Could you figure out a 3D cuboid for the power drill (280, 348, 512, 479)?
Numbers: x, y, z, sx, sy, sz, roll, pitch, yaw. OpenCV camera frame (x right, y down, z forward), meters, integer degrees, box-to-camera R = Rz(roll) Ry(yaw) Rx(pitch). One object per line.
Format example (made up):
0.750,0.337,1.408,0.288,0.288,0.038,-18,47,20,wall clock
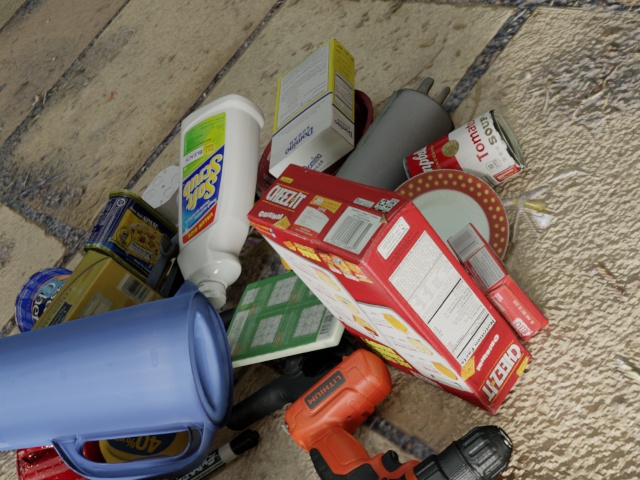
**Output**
0.054,0.175,0.892,0.184,0.057,0.188,-40,35,6,power drill

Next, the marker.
-0.109,0.219,1.044,0.121,0.020,0.020,-34,36,14,marker

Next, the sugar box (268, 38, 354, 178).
-0.007,-0.142,1.188,0.093,0.048,0.176,-34,35,29,sugar box

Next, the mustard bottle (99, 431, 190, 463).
-0.174,0.185,1.095,0.096,0.058,0.191,10,67,18,mustard bottle

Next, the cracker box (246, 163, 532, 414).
0.059,0.038,0.893,0.072,0.213,0.164,-51,36,-14,cracker box

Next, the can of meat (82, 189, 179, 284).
-0.236,0.000,1.328,0.058,0.102,0.084,-4,53,45,can of meat

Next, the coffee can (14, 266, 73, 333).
-0.293,0.092,1.287,0.141,0.102,0.102,11,62,50,coffee can

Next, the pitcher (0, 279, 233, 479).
-0.211,0.141,1.021,0.243,0.145,0.149,-11,21,10,pitcher

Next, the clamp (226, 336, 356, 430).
-0.018,0.120,1.040,0.172,0.039,0.120,-17,47,36,clamp

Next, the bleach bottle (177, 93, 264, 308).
-0.114,-0.041,1.208,0.103,0.068,0.251,-23,52,29,bleach bottle

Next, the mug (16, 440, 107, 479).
-0.262,0.228,1.109,0.082,0.117,0.093,-24,52,19,mug

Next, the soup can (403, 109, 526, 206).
0.143,-0.077,1.056,0.102,0.068,0.068,-29,37,20,soup can

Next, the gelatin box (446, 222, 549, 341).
0.152,0.036,0.925,0.030,0.073,0.089,-38,36,9,gelatin box

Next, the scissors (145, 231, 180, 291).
-0.185,0.025,1.239,0.096,0.016,0.201,-59,-1,6,scissors

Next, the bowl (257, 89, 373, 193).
0.007,-0.097,1.223,0.162,0.055,0.162,-28,37,23,bowl
